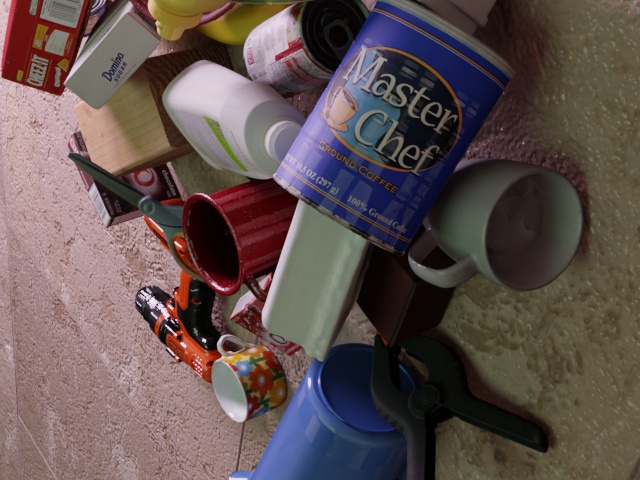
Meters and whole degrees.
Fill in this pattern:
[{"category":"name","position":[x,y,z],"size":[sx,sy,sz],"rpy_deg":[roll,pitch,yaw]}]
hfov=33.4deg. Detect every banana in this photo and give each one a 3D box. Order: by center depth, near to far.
[{"category":"banana","position":[-0.090,-0.215,0.978],"size":[0.198,0.037,0.070],"rpy_deg":[38,137,42]}]

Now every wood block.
[{"category":"wood block","position":[-0.169,-0.128,1.099],"size":[0.206,0.090,0.090],"rpy_deg":[-12,96,59]}]

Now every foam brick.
[{"category":"foam brick","position":[0.070,0.035,0.850],"size":[0.051,0.052,0.078],"rpy_deg":[50,142,31]}]

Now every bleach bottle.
[{"category":"bleach bottle","position":[-0.056,-0.088,0.854],"size":[0.102,0.068,0.251],"rpy_deg":[50,173,-23]}]

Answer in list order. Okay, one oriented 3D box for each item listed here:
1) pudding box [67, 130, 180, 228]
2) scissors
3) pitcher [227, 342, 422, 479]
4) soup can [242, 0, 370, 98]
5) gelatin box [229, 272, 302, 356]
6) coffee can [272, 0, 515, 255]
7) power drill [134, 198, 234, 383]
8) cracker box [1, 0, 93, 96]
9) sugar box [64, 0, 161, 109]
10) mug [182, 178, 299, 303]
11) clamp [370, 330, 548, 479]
[{"category":"pudding box","position":[-0.225,-0.080,1.215],"size":[0.113,0.089,0.039],"rpy_deg":[65,150,8]},{"category":"scissors","position":[-0.157,-0.042,1.094],"size":[0.201,0.096,0.016],"rpy_deg":[49,-166,-11]},{"category":"pitcher","position":[0.019,0.210,0.973],"size":[0.243,0.149,0.145],"rpy_deg":[111,146,-43]},{"category":"soup can","position":[-0.011,-0.156,0.858],"size":[0.102,0.068,0.068],"rpy_deg":[-9,99,59]},{"category":"gelatin box","position":[-0.038,0.073,1.027],"size":[0.073,0.030,0.089],"rpy_deg":[32,150,-11]},{"category":"coffee can","position":[0.047,-0.076,0.699],"size":[0.103,0.102,0.140],"rpy_deg":[37,99,43]},{"category":"power drill","position":[-0.160,0.050,1.220],"size":[0.185,0.057,0.188],"rpy_deg":[35,137,39]},{"category":"cracker box","position":[-0.253,-0.279,1.064],"size":[0.164,0.072,0.213],"rpy_deg":[127,154,-54]},{"category":"sugar box","position":[-0.187,-0.195,1.014],"size":[0.093,0.048,0.176],"rpy_deg":[-44,24,18]},{"category":"mug","position":[-0.056,0.001,0.930],"size":[0.117,0.081,0.093],"rpy_deg":[57,146,17]},{"category":"clamp","position":[0.084,0.141,0.845],"size":[0.172,0.120,0.039],"rpy_deg":[46,172,41]}]
